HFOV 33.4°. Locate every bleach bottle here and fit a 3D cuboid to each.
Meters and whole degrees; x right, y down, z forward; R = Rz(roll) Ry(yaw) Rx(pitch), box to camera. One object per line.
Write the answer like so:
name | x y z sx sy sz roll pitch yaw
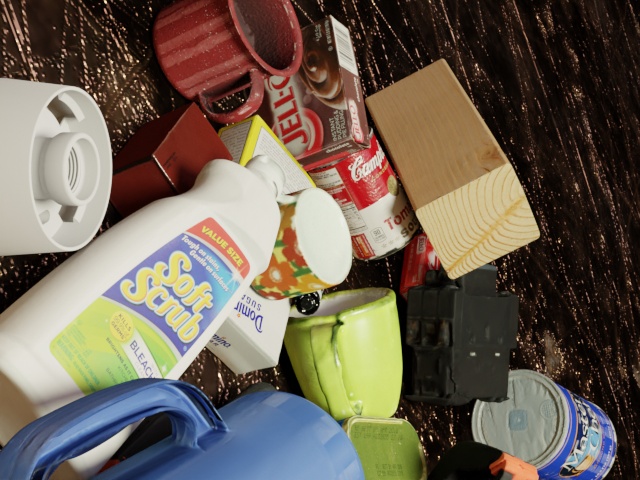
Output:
bleach bottle | -0.098 0.022 0.633 0.250 0.068 0.102 -51 123 -40

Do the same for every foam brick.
foam brick | -0.105 -0.049 0.732 0.053 0.051 0.078 57 33 -22

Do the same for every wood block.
wood block | 0.118 -0.072 0.993 0.090 0.091 0.206 59 8 -35

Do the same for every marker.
marker | -0.006 0.038 0.833 0.121 0.020 0.020 -67 136 -81

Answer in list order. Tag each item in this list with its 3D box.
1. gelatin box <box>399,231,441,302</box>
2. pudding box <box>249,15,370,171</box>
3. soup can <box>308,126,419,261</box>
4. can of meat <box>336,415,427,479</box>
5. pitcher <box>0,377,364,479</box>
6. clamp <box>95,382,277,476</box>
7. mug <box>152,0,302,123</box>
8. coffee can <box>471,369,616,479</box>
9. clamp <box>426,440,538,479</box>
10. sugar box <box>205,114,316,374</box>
gelatin box | 0.115 0.047 1.065 0.089 0.030 0.073 50 37 -34
pudding box | -0.012 -0.116 0.885 0.039 0.090 0.113 21 56 -55
soup can | 0.037 -0.041 0.948 0.102 0.069 0.068 61 32 -20
can of meat | 0.017 0.164 0.776 0.101 0.084 0.057 15 56 -52
pitcher | -0.074 0.154 0.539 0.145 0.149 0.242 45 29 12
clamp | -0.077 0.139 0.689 0.171 0.039 0.120 29 49 -49
mug | -0.071 -0.143 0.809 0.093 0.082 0.117 17 60 -55
coffee can | 0.233 0.199 1.106 0.140 0.103 0.103 30 50 -50
clamp | 0.085 0.199 0.788 0.036 0.210 0.164 25 40 -16
sugar box | -0.056 0.001 0.794 0.093 0.048 0.176 49 40 -34
